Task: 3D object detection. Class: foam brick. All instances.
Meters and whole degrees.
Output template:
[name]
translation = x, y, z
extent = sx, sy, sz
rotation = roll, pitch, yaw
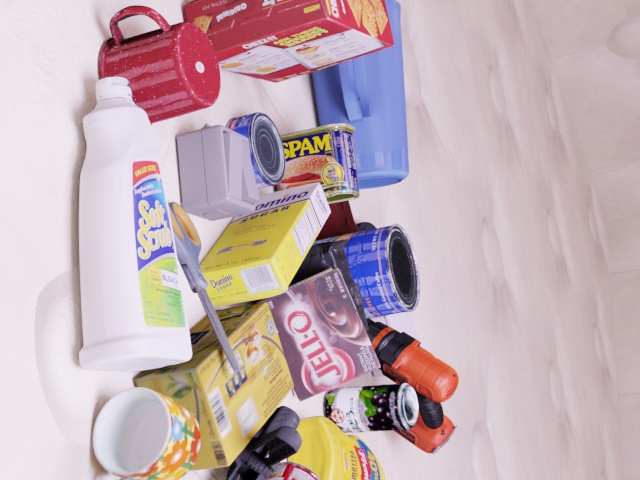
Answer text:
[foam brick]
translation = 0.011, -0.019, 1.333
extent = 0.053, 0.051, 0.078
rotation = -38, 114, -65

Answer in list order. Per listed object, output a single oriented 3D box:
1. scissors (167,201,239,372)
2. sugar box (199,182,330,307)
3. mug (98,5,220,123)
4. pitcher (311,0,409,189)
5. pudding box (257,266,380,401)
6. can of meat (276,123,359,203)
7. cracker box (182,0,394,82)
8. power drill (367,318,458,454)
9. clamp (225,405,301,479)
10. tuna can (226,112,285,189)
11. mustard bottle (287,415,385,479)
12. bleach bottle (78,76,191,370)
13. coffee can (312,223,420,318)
[scissors]
translation = -0.111, 0.032, 0.985
extent = 0.202, 0.016, 0.096
rotation = 60, 9, 10
[sugar box]
translation = -0.058, 0.001, 1.109
extent = 0.176, 0.093, 0.048
rotation = -65, 138, -56
[mug]
translation = -0.150, -0.164, 0.985
extent = 0.093, 0.082, 0.117
rotation = -69, 141, -52
[pitcher]
translation = 0.050, -0.196, 1.417
extent = 0.149, 0.145, 0.243
rotation = -2, 83, -35
[pudding box]
translation = -0.002, 0.095, 1.083
extent = 0.039, 0.090, 0.113
rotation = 177, -110, -89
[can of meat]
translation = -0.006, -0.086, 1.262
extent = 0.057, 0.102, 0.084
rotation = 7, 75, -67
[cracker box]
translation = -0.030, -0.241, 1.197
extent = 0.213, 0.164, 0.072
rotation = -4, 81, -67
[power drill]
translation = 0.099, 0.180, 1.355
extent = 0.057, 0.185, 0.187
rotation = -44, 145, -20
[clamp]
translation = -0.066, 0.214, 0.996
extent = 0.036, 0.164, 0.210
rotation = 39, 7, -1
[tuna can]
translation = -0.072, -0.100, 1.199
extent = 0.086, 0.034, 0.086
rotation = -12, 90, -67
[mustard bottle]
translation = 0.029, 0.269, 1.227
extent = 0.191, 0.058, 0.096
rotation = 42, 37, -56
[bleach bottle]
translation = -0.167, -0.019, 0.903
extent = 0.102, 0.068, 0.251
rotation = 18, 61, -65
[coffee can]
translation = 0.032, 0.043, 1.237
extent = 0.102, 0.140, 0.103
rotation = -11, 90, -67
